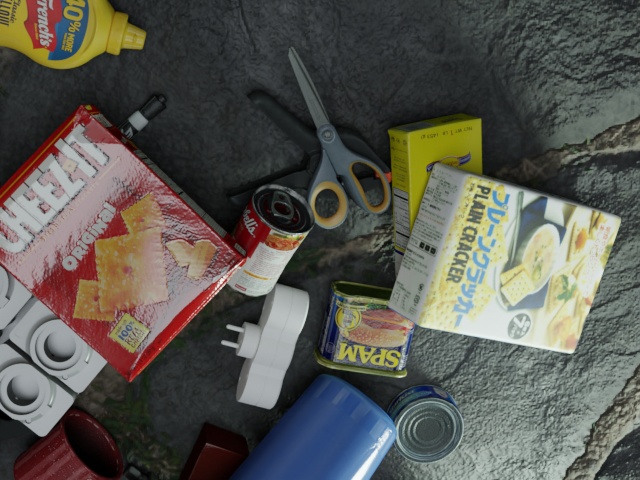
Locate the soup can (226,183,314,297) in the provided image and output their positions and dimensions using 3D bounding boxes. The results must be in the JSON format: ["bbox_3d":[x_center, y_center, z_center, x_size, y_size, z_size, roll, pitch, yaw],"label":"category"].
[{"bbox_3d":[-0.057,0.001,1.086,0.068,0.068,0.102,22,130,-14],"label":"soup can"}]

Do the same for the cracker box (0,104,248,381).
[{"bbox_3d":[-0.200,0.001,1.016,0.213,0.072,0.164,44,92,-6],"label":"cracker box"}]

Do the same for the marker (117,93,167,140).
[{"bbox_3d":[-0.202,-0.105,1.077,0.121,0.020,0.020,-41,108,6],"label":"marker"}]

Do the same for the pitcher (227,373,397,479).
[{"bbox_3d":[-0.031,0.267,1.141,0.242,0.149,0.145,-51,133,-14],"label":"pitcher"}]

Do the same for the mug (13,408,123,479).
[{"bbox_3d":[-0.268,0.249,1.135,0.081,0.117,0.093,-39,140,11],"label":"mug"}]

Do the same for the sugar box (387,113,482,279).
[{"bbox_3d":[0.123,-0.037,1.114,0.093,0.048,0.176,-14,108,-24],"label":"sugar box"}]

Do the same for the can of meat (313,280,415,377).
[{"bbox_3d":[0.051,0.095,1.154,0.102,0.057,0.084,9,103,-11],"label":"can of meat"}]

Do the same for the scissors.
[{"bbox_3d":[-0.005,-0.090,1.064,0.096,0.016,0.201,-38,118,7],"label":"scissors"}]

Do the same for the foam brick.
[{"bbox_3d":[-0.119,0.252,1.185,0.053,0.051,0.078,23,103,-13],"label":"foam brick"}]

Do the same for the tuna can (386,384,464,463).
[{"bbox_3d":[0.119,0.209,1.210,0.086,0.034,0.086,-2,108,-7],"label":"tuna can"}]

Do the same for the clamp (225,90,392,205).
[{"bbox_3d":[-0.009,-0.092,1.095,0.171,0.039,0.120,0,117,-13],"label":"clamp"}]

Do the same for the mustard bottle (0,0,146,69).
[{"bbox_3d":[-0.261,-0.215,1.014,0.191,0.058,0.096,13,106,-12],"label":"mustard bottle"}]
